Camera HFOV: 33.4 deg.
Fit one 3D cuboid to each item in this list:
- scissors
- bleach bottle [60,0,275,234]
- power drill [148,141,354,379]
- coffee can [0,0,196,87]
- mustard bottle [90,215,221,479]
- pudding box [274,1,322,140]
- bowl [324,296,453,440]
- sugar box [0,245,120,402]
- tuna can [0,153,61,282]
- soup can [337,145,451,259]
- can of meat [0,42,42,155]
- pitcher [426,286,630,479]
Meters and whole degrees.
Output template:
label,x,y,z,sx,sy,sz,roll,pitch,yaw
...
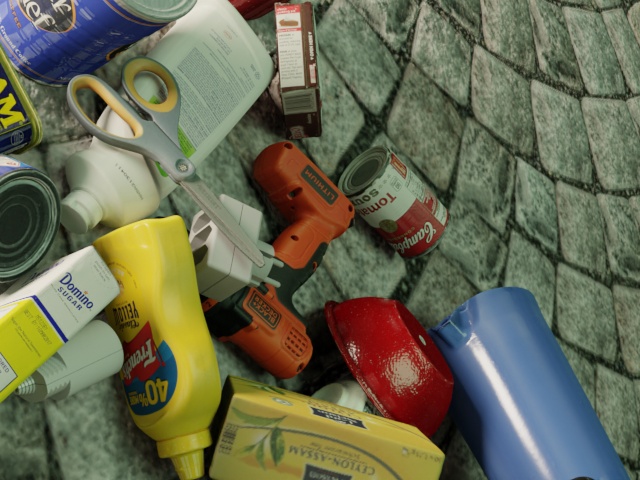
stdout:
label,x,y,z,sx,sy,sz,roll,pitch,yaw
scissors,-0.102,-0.070,0.823,0.202,0.016,0.096,36,56,-1
bleach bottle,-0.135,-0.099,0.876,0.102,0.068,0.250,51,48,-17
power drill,-0.056,0.001,0.927,0.184,0.057,0.187,46,49,-21
coffee can,-0.173,-0.188,0.809,0.102,0.141,0.103,19,62,-41
mustard bottle,-0.118,0.084,0.798,0.058,0.096,0.191,-10,83,-43
pudding box,-0.020,-0.155,0.991,0.039,0.113,0.090,-5,73,-2
bowl,0.072,0.107,0.964,0.162,0.055,0.162,51,10,-14
sugar box,-0.217,0.075,0.699,0.176,0.094,0.048,-44,109,-45
tuna can,-0.221,-0.015,0.739,0.086,0.034,0.086,-38,140,-42
soup can,0.074,-0.038,1.069,0.102,0.069,0.068,44,48,-26
can of meat,-0.259,-0.096,0.747,0.083,0.058,0.102,-34,101,-45
pitcher,0.203,0.176,1.013,0.149,0.145,0.243,-13,54,-18
